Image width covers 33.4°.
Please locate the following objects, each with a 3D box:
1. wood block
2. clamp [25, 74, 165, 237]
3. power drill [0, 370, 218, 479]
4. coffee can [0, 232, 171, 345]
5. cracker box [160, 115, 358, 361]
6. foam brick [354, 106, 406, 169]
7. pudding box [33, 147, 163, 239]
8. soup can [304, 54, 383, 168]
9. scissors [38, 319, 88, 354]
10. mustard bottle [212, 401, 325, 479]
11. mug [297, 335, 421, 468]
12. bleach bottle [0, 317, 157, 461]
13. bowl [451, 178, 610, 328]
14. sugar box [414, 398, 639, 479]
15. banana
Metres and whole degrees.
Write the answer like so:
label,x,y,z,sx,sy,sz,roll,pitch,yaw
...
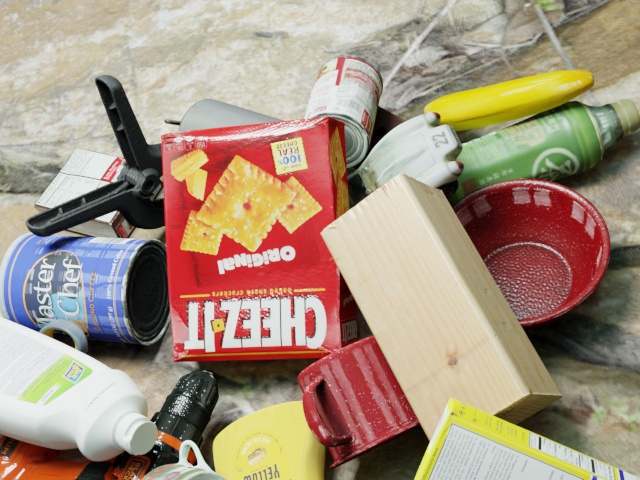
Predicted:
label,x,y,z,sx,sy,sz,roll,pitch,yaw
wood block,0.096,0.059,0.874,0.091,0.090,0.206,-36,66,21
clamp,-0.180,-0.071,1.059,0.036,0.209,0.165,32,104,34
power drill,-0.193,0.184,0.934,0.188,0.057,0.184,2,49,34
coffee can,-0.227,0.046,1.045,0.140,0.103,0.102,3,54,20
cracker box,-0.056,0.001,0.973,0.164,0.072,0.214,-4,89,16
foam brick,0.065,-0.095,1.093,0.053,0.051,0.078,-44,53,-17
pudding box,-0.243,-0.050,1.169,0.114,0.039,0.090,13,58,28
soup can,0.021,-0.125,1.040,0.068,0.068,0.102,-3,41,16
scissors,-0.287,0.103,1.035,0.202,0.096,0.016,17,33,26
mustard bottle,-0.032,0.231,0.862,0.096,0.058,0.191,-24,49,14
mug,0.026,0.132,0.871,0.093,0.117,0.081,-36,75,36
bleach bottle,-0.240,0.137,0.921,0.251,0.068,0.102,16,53,38
bowl,0.179,0.022,0.959,0.162,0.055,0.162,-9,51,12
sugar box,0.158,0.193,0.777,0.176,0.048,0.093,23,103,5
banana,0.167,-0.136,1.039,0.198,0.037,0.069,-4,26,48
